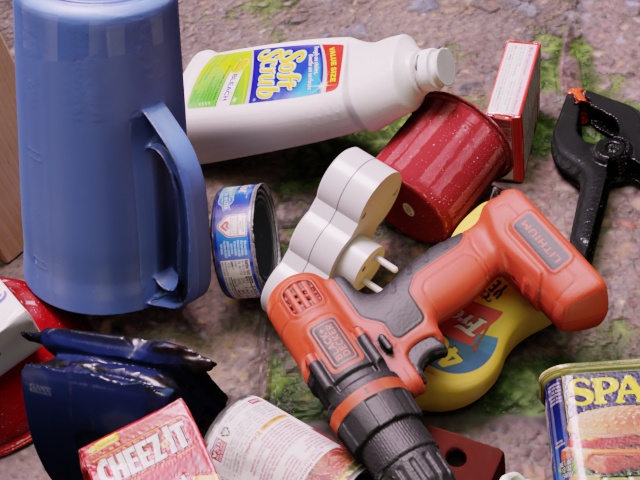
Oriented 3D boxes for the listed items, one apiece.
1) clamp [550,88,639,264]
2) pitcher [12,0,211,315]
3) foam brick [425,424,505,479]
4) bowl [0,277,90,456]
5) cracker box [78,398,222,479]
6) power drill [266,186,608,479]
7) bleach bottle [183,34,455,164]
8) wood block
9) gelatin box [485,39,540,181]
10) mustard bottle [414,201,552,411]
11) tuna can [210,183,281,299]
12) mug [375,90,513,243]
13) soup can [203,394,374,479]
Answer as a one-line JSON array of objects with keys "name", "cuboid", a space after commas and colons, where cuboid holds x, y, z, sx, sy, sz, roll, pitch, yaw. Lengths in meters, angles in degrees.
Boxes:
[{"name": "clamp", "cuboid": [0.235, -0.058, 0.813, 0.120, 0.039, 0.171, -8, 50, 4]}, {"name": "pitcher", "cuboid": [-0.148, -0.071, 0.765, 0.149, 0.243, 0.145, 3, 35, -3]}, {"name": "foam brick", "cuboid": [0.077, 0.163, 0.658, 0.053, 0.051, 0.078, 16, 56, 23]}, {"name": "bowl", "cuboid": [-0.256, 0.082, 0.797, 0.162, 0.055, 0.162, -6, 50, 7]}, {"name": "cracker box", "cuboid": [-0.049, 0.218, 0.567, 0.072, 0.164, 0.214, -24, 50, -11]}, {"name": "power drill", "cuboid": [0.081, 0.061, 0.663, 0.187, 0.057, 0.184, -28, 57, -12]}, {"name": "bleach bottle", "cuboid": [-0.006, -0.122, 0.846, 0.251, 0.068, 0.102, -5, 49, 37]}, {"name": "wood block", "cuboid": [-0.278, -0.091, 0.846, 0.090, 0.206, 0.090, 33, 65, 33]}, {"name": "gelatin box", "cuboid": [0.153, -0.103, 0.847, 0.030, 0.073, 0.089, 7, 53, 18]}, {"name": "mustard bottle", "cuboid": [0.089, 0.060, 0.736, 0.191, 0.058, 0.096, -41, 64, -20]}, {"name": "tuna can", "cuboid": [-0.055, 0.001, 0.799, 0.034, 0.086, 0.086, -5, 50, 10]}, {"name": "mug", "cuboid": [0.079, -0.053, 0.821, 0.081, 0.093, 0.117, -50, 27, -21]}, {"name": "soup can", "cuboid": [-0.019, 0.150, 0.680, 0.102, 0.068, 0.068, 25, 60, 29]}]
